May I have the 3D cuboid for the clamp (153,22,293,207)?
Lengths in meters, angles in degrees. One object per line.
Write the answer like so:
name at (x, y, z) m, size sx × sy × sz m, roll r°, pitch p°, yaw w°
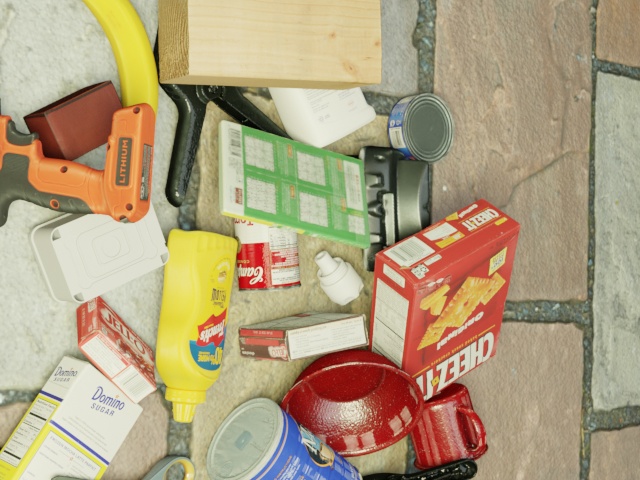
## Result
clamp at (-0.125, -0.147, 1.104) m, size 0.164 × 0.036 × 0.210 m, roll -34°, pitch 108°, yaw -31°

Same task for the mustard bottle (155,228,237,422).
mustard bottle at (-0.129, 0.087, 1.081) m, size 0.096 × 0.058 × 0.191 m, roll 17°, pitch 79°, yaw -70°

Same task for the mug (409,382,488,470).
mug at (0.153, 0.222, 1.277) m, size 0.093 × 0.117 × 0.081 m, roll -19°, pitch 97°, yaw -30°

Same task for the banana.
banana at (-0.198, -0.181, 1.051) m, size 0.069 × 0.037 × 0.198 m, roll -27°, pitch 106°, yaw -15°

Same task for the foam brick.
foam brick at (-0.230, -0.111, 1.013) m, size 0.078 × 0.053 × 0.051 m, roll -34°, pitch 110°, yaw -32°

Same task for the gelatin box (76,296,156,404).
gelatin box at (-0.196, 0.103, 1.026) m, size 0.030 × 0.073 × 0.089 m, roll -36°, pitch 117°, yaw 5°

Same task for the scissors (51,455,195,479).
scissors at (-0.181, 0.233, 1.045) m, size 0.201 × 0.016 × 0.096 m, roll 52°, pitch 50°, yaw -45°

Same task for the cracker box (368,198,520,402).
cracker box at (0.139, 0.078, 1.222) m, size 0.164 × 0.072 × 0.214 m, roll -27°, pitch 137°, yaw -29°

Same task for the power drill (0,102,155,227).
power drill at (-0.242, -0.088, 0.940) m, size 0.187 × 0.057 × 0.184 m, roll 3°, pitch 94°, yaw 5°

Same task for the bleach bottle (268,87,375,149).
bleach bottle at (-0.030, -0.229, 1.164) m, size 0.102 × 0.068 × 0.251 m, roll -31°, pitch 107°, yaw -33°

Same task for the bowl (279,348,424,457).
bowl at (0.032, 0.171, 1.184) m, size 0.162 × 0.162 × 0.055 m, roll 36°, pitch 28°, yaw -32°

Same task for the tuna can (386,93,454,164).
tuna can at (0.122, -0.135, 1.300) m, size 0.085 × 0.034 × 0.086 m, roll 0°, pitch 90°, yaw -38°

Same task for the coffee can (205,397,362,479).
coffee can at (-0.037, 0.246, 1.133) m, size 0.140 × 0.103 × 0.102 m, roll 43°, pitch 65°, yaw -30°

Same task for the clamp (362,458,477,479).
clamp at (0.096, 0.283, 1.214) m, size 0.120 × 0.172 × 0.039 m, roll -18°, pitch 101°, yaw -61°

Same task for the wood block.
wood block at (-0.050, -0.201, 1.067) m, size 0.205 × 0.091 × 0.090 m, roll -2°, pitch 92°, yaw -26°

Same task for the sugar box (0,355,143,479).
sugar box at (-0.249, 0.206, 0.997) m, size 0.093 × 0.048 × 0.176 m, roll 53°, pitch 57°, yaw -42°

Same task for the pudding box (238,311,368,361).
pudding box at (-0.019, 0.104, 1.155) m, size 0.113 × 0.090 × 0.039 m, roll -10°, pitch 95°, yaw -38°

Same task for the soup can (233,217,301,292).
soup can at (-0.057, 0.001, 1.138) m, size 0.068 × 0.069 × 0.102 m, roll -6°, pitch 94°, yaw -38°
